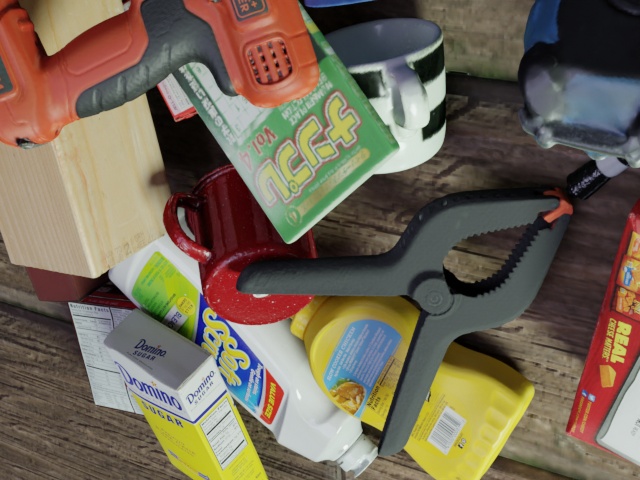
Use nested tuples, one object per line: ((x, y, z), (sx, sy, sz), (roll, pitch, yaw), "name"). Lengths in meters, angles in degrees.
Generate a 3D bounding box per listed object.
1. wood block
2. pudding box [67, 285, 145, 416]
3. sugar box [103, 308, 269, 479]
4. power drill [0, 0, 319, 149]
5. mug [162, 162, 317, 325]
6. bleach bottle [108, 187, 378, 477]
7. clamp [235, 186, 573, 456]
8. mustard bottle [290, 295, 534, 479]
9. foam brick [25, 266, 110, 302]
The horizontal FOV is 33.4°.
((-0.177, -0.089, 0.716), (0.091, 0.090, 0.206), (7, 120, 36), "wood block")
((-0.167, 0.097, 0.933), (0.090, 0.039, 0.113), (6, 115, 33), "pudding box")
((-0.106, 0.140, 0.860), (0.093, 0.048, 0.176), (25, 150, 36), "sugar box")
((-0.111, -0.142, 0.588), (0.188, 0.057, 0.184), (-18, 98, 10), "power drill")
((-0.055, 0.001, 0.738), (0.117, 0.081, 0.093), (22, 127, -31), "mug")
((-0.049, 0.080, 0.827), (0.251, 0.068, 0.103), (44, 135, 5), "bleach bottle")
((0.074, 0.041, 0.685), (0.210, 0.036, 0.164), (-29, 107, 13), "clamp")
((0.049, 0.090, 0.764), (0.192, 0.058, 0.096), (33, 121, 16), "mustard bottle")
((-0.199, 0.011, 0.883), (0.053, 0.078, 0.051), (-2, 114, 36), "foam brick")
